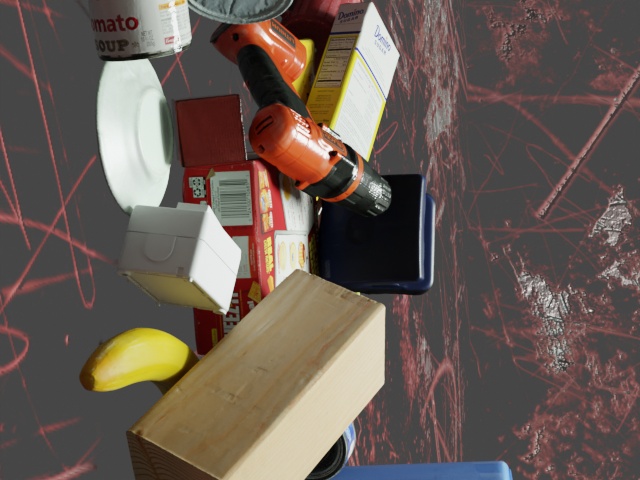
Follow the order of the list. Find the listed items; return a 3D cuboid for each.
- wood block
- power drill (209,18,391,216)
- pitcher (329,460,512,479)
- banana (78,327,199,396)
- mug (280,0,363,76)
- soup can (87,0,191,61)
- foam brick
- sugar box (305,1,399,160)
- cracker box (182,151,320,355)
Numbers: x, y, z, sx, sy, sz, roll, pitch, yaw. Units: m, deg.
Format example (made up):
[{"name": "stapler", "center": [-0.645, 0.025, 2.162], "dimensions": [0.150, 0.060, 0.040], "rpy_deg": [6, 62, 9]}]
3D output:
[{"name": "wood block", "center": [-0.041, 0.124, 0.808], "dimensions": [0.205, 0.090, 0.091], "rpy_deg": [-44, 145, -40]}, {"name": "power drill", "center": [-0.017, -0.115, 0.962], "dimensions": [0.184, 0.057, 0.188], "rpy_deg": [31, 26, -51]}, {"name": "pitcher", "center": [0.088, 0.301, 1.151], "dimensions": [0.149, 0.243, 0.145], "rpy_deg": [-75, 155, -66]}, {"name": "banana", "center": [-0.119, 0.100, 0.779], "dimensions": [0.197, 0.037, 0.069], "rpy_deg": [59, 32, -63]}, {"name": "mug", "center": [-0.011, -0.246, 1.193], "dimensions": [0.117, 0.093, 0.081], "rpy_deg": [43, 42, -25]}, {"name": "soup can", "center": [-0.128, -0.179, 0.728], "dimensions": [0.068, 0.068, 0.102], "rpy_deg": [-59, 144, -65]}, {"name": "foam brick", "center": [-0.090, -0.089, 0.848], "dimensions": [0.078, 0.051, 0.053], "rpy_deg": [-137, -138, -77]}, {"name": "sugar box", "center": [0.031, -0.154, 1.126], "dimensions": [0.093, 0.048, 0.176], "rpy_deg": [53, 45, -50]}, {"name": "cracker box", "center": [-0.056, 0.001, 0.980], "dimensions": [0.213, 0.072, 0.164], "rpy_deg": [-34, 121, -75]}]
